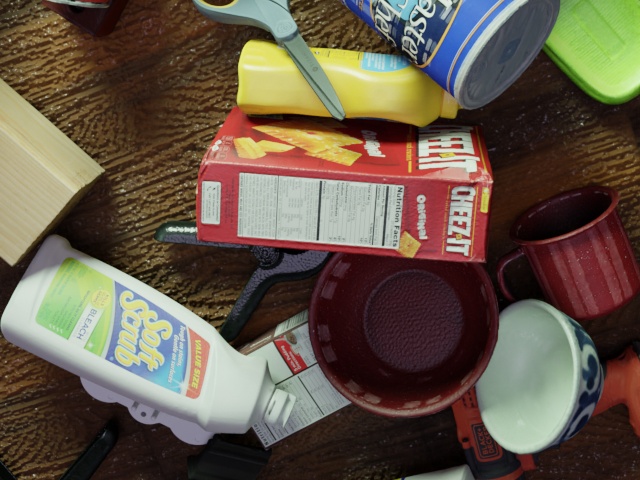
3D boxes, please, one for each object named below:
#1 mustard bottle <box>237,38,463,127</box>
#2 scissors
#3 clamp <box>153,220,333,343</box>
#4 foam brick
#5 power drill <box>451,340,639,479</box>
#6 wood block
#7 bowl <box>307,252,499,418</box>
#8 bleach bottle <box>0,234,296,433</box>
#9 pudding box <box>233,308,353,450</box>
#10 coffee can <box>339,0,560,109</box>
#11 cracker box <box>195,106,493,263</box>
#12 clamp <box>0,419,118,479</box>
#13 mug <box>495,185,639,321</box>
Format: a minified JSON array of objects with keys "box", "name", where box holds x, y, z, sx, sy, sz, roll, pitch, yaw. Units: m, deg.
[{"box":[0.034,-0.123,0.846,0.191,0.096,0.058,5,107,3],"name":"mustard bottle"},{"box":[-0.046,-0.158,0.813,0.096,0.202,0.016,-15,148,5],"name":"scissors"},{"box":[-0.056,0.001,0.921,0.171,0.039,0.120,-36,106,10],"name":"clamp"},{"box":[-0.179,-0.211,0.863,0.053,0.051,0.078,32,106,-4],"name":"foam brick"},{"box":[0.216,0.175,0.937,0.188,0.057,0.184,-15,104,9],"name":"power drill"},{"box":[-0.295,-0.087,0.889,0.206,0.090,0.091,42,105,-7],"name":"wood block"},{"box":[0.073,0.068,0.903,0.162,0.055,0.162,-2,84,17],"name":"bowl"},{"box":[-0.137,0.090,0.911,0.251,0.068,0.102,23,67,3],"name":"bleach bottle"},{"box":[-0.025,0.122,0.954,0.114,0.039,0.090,-29,101,14],"name":"pudding box"},{"box":[0.089,-0.179,0.785,0.140,0.102,0.103,44,107,21],"name":"coffee can"},{"box":[0.022,-0.050,0.833,0.214,0.164,0.072,4,111,4],"name":"cracker box"},{"box":[-0.262,0.253,1.012,0.164,0.036,0.210,-3,108,6],"name":"clamp"},{"box":[0.202,0.018,0.876,0.117,0.093,0.081,-25,108,5],"name":"mug"}]
